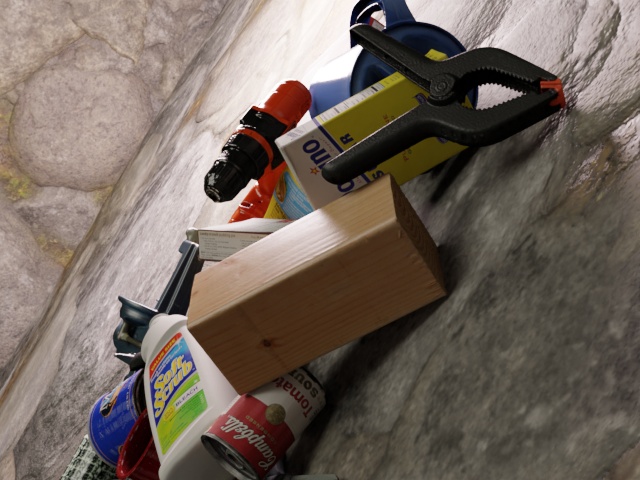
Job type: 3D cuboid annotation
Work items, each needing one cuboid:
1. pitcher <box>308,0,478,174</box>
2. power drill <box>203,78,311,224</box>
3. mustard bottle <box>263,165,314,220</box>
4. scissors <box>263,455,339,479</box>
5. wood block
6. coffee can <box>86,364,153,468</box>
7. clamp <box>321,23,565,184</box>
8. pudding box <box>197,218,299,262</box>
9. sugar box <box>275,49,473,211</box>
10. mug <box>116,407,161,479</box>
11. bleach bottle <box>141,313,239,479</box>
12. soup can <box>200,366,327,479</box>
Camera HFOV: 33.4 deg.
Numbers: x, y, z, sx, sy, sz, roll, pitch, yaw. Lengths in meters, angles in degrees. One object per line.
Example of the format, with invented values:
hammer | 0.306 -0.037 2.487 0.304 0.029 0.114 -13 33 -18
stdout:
pitcher | 0.062 -0.165 1.143 0.149 0.145 0.243 -60 15 -3
power drill | -0.073 -0.069 1.213 0.184 0.057 0.188 -53 -15 -32
mustard bottle | -0.018 -0.030 1.161 0.096 0.058 0.192 53 129 41
scissors | -0.030 0.205 0.963 0.202 0.016 0.096 -39 26 45
wood block | -0.005 0.039 0.935 0.206 0.090 0.090 -27 26 14
coffee can | -0.206 0.209 1.278 0.141 0.102 0.102 -36 28 49
clamp | 0.102 -0.114 0.922 0.210 0.036 0.164 7 68 24
pudding box | -0.057 0.001 1.099 0.114 0.089 0.039 1 100 38
sugar box | 0.056 -0.095 1.002 0.176 0.093 0.048 -31 19 -2
mug | -0.158 0.222 1.161 0.093 0.081 0.117 -31 33 54
bleach bottle | -0.143 0.154 1.102 0.102 0.068 0.251 -46 33 4
soup can | -0.049 0.162 0.963 0.102 0.068 0.069 -47 12 -25
